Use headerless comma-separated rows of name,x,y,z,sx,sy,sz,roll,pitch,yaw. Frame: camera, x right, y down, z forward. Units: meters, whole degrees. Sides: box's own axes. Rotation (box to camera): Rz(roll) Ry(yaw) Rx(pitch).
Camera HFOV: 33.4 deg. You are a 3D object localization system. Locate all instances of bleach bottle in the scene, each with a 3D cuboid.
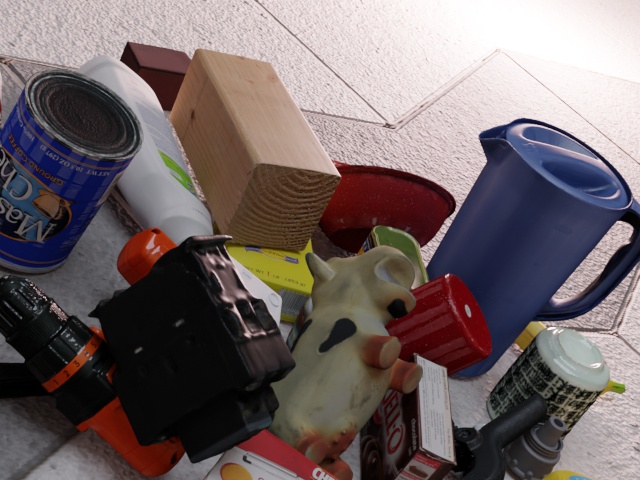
bleach bottle,-0.164,-0.067,1.017,0.102,0.068,0.251,37,18,-50

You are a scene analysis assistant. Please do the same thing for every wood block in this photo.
wood block,-0.070,-0.092,1.039,0.090,0.091,0.206,7,35,-31

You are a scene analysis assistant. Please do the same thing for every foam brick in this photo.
foam brick,-0.184,-0.183,1.197,0.078,0.051,0.053,5,38,-35

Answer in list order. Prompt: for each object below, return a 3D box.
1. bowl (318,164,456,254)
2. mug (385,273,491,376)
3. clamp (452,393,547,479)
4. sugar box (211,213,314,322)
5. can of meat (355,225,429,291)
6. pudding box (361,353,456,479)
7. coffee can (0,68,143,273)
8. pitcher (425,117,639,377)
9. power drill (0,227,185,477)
bowl,0.057,-0.022,1.104,0.162,0.162,0.055,17,70,-20
mug,0.103,0.087,0.944,0.117,0.082,0.093,42,28,-43
clamp,0.115,0.175,0.921,0.120,0.039,0.171,5,28,29
sugar box,-0.057,0.001,1.041,0.093,0.048,0.176,17,34,-19
can of meat,0.060,0.046,1.032,0.057,0.084,0.102,17,33,-19
pudding box,0.069,0.162,0.867,0.039,0.090,0.113,23,33,-16
coffee can,-0.224,-0.056,0.881,0.102,0.140,0.103,27,34,-20
pitcher,0.186,0.019,1.021,0.144,0.243,0.149,-3,44,-42
power drill,-0.153,0.065,0.817,0.184,0.057,0.187,49,29,-13
